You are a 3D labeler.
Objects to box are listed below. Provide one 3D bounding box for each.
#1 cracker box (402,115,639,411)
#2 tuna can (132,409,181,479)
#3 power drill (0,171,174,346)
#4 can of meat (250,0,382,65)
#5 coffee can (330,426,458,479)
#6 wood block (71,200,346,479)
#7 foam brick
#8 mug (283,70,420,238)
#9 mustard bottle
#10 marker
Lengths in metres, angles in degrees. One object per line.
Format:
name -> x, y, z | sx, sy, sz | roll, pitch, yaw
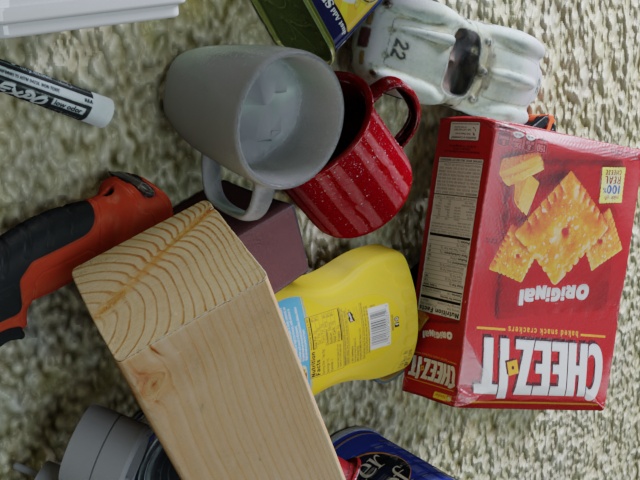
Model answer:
cracker box -> 0.160, 0.021, 0.827 | 0.163, 0.072, 0.214 | 7, 92, -33
tuna can -> -0.099, 0.153, 0.743 | 0.085, 0.034, 0.086 | -15, 114, -37
power drill -> -0.170, 0.048, 0.630 | 0.187, 0.057, 0.184 | -23, 122, -34
can of meat -> -0.002, -0.180, 0.697 | 0.084, 0.058, 0.102 | -49, 130, -20
coffee can -> 0.062, 0.219, 0.831 | 0.102, 0.141, 0.103 | -15, 114, -37
wood block -> -0.059, 0.093, 0.640 | 0.090, 0.090, 0.206 | -29, 131, -12
foam brick -> -0.055, 0.001, 0.699 | 0.051, 0.078, 0.053 | -33, 124, -30
mug -> 0.020, -0.063, 0.731 | 0.117, 0.093, 0.081 | -43, 134, -2
mustard bottle -> -0.022, 0.070, 0.756 | 0.191, 0.058, 0.096 | -16, 114, -29
marker -> -0.172, -0.090, 0.607 | 0.120, 0.020, 0.020 | 17, 93, -43
